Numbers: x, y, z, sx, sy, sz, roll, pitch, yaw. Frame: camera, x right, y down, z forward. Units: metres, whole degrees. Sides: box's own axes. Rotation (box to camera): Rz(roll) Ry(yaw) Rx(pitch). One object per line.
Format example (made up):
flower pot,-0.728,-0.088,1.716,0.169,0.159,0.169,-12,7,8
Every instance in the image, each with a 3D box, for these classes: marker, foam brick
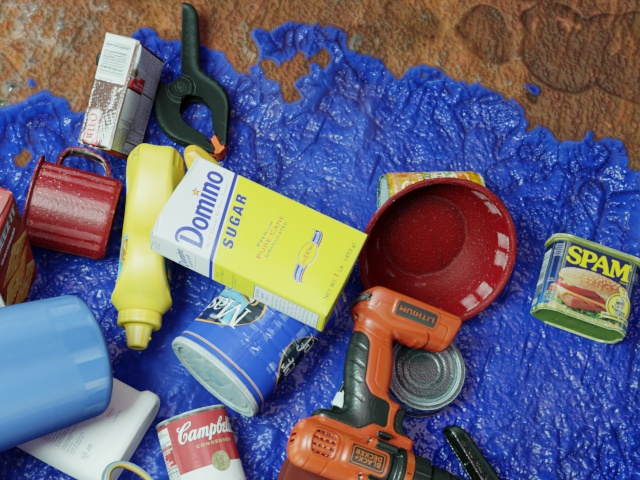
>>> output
marker,0.033,0.139,1.055,0.020,0.020,0.121,29,68,2
foam brick,-0.004,0.238,0.996,0.078,0.053,0.051,19,68,-3

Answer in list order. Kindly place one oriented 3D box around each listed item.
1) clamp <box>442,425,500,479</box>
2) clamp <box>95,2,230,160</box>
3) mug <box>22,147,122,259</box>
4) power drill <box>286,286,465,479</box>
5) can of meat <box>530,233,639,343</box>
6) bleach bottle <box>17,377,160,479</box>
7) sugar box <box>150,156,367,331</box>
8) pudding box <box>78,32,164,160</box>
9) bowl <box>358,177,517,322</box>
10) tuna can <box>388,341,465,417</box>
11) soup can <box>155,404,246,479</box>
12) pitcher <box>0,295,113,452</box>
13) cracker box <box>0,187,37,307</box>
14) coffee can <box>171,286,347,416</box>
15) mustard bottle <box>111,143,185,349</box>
clamp,0.184,0.277,1.020,0.210,0.036,0.164,17,69,-5
clamp,-0.141,-0.166,1.122,0.120,0.039,0.171,-42,84,0
mug,-0.239,-0.038,1.040,0.081,0.093,0.117,14,59,-9
power drill,0.075,0.150,0.988,0.184,0.057,0.187,23,63,-13
can of meat,0.275,0.051,1.107,0.102,0.057,0.084,19,71,-1
bleach bottle,-0.281,0.129,0.986,0.251,0.068,0.102,29,69,4
sugar box,-0.056,0.001,0.968,0.176,0.048,0.093,25,63,4
pudding box,-0.197,-0.140,1.061,0.039,0.090,0.113,16,89,8
bowl,0.112,0.005,1.073,0.162,0.055,0.162,-3,112,-9
tuna can,0.100,0.131,1.061,0.086,0.034,0.086,3,70,-8
soup can,-0.106,0.210,0.981,0.068,0.068,0.102,-14,74,-14
pitcher,-0.303,0.114,0.866,0.242,0.145,0.149,-14,98,-31
cracker box,-0.346,-0.002,0.939,0.164,0.214,0.072,16,68,-3
coffee can,-0.057,0.082,1.016,0.103,0.103,0.140,40,69,6
mustard bottle,-0.167,0.010,1.027,0.058,0.096,0.191,7,69,-9
